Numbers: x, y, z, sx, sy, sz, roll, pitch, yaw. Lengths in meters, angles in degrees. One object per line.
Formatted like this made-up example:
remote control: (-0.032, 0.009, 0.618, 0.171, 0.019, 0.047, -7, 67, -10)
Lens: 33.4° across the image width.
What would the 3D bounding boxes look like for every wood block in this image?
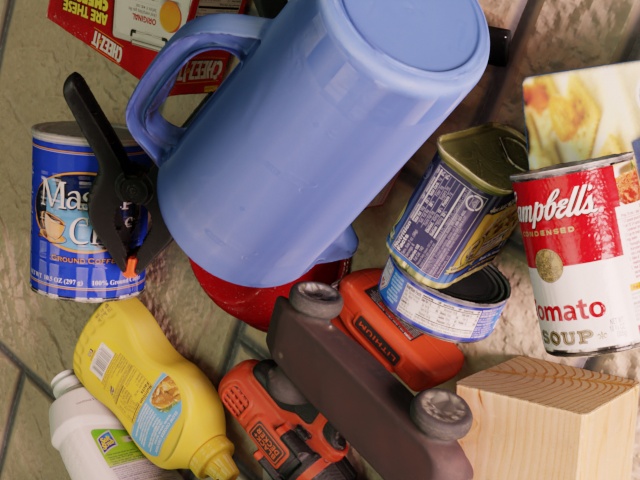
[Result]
wood block: (0.142, 0.191, 0.698, 0.091, 0.090, 0.206, 10, 103, 37)

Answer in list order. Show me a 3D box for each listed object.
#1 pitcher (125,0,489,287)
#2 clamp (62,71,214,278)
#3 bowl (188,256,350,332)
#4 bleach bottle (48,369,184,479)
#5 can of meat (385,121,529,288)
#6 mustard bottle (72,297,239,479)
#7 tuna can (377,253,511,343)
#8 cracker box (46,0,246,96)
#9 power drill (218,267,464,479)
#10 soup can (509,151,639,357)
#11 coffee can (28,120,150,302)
pitcher: (-0.012, -0.080, 0.663, 0.243, 0.149, 0.145, -44, 63, 53)
clamp: (-0.135, -0.051, 0.847, 0.120, 0.039, 0.171, 3, 119, 11)
bowl: (-0.056, 0.001, 0.848, 0.162, 0.055, 0.162, 8, 102, 38)
bleach bottle: (-0.168, 0.218, 0.959, 0.068, 0.102, 0.251, -52, 59, 24)
can of meat: (0.097, -0.023, 0.691, 0.057, 0.101, 0.084, 41, 123, 21)
mustard bottle: (-0.138, 0.141, 0.935, 0.192, 0.058, 0.096, 43, 118, 26)
tuna can: (0.083, 0.032, 0.721, 0.086, 0.085, 0.034, 35, 119, 29)
cracker box: (-0.124, -0.246, 0.852, 0.164, 0.071, 0.214, 35, 118, 30)
power drill: (0.022, 0.127, 0.803, 0.184, 0.057, 0.188, 47, 122, 14)
soup can: (0.147, 0.007, 0.590, 0.069, 0.068, 0.102, -8, 95, 39)
coffee can: (-0.200, -0.027, 0.929, 0.103, 0.102, 0.140, 15, 106, 36)
